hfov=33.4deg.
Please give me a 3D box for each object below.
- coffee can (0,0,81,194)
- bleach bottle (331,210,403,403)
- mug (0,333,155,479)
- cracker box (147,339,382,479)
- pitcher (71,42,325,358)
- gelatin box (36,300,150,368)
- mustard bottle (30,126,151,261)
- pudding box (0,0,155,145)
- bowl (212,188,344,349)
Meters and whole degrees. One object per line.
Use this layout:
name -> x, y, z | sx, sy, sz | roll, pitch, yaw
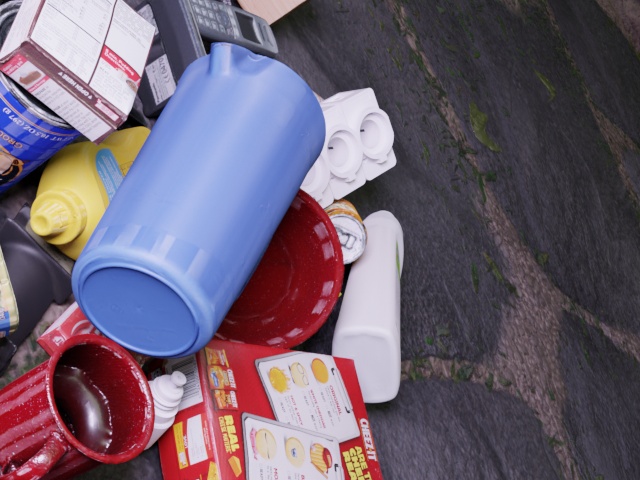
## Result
coffee can -> -0.238, -0.093, 0.776 | 0.102, 0.141, 0.103 | 35, 40, -35
bleach bottle -> 0.059, 0.053, 1.144 | 0.250, 0.068, 0.102 | -78, 167, -55
mug -> -0.180, 0.129, 0.735 | 0.093, 0.082, 0.117 | 51, 33, -16
cracker box -> -0.041, 0.178, 0.905 | 0.213, 0.072, 0.164 | 16, 55, -51
pitcher -> -0.089, -0.021, 0.822 | 0.149, 0.145, 0.242 | 38, 44, -14
gelatin box -> -0.170, 0.078, 0.841 | 0.073, 0.030, 0.089 | 53, 32, -12
mustard bottle -> -0.176, -0.033, 0.852 | 0.191, 0.058, 0.096 | -42, 122, -71
pudding box -> -0.166, -0.135, 0.739 | 0.090, 0.039, 0.113 | 39, 35, -30
bowl -> -0.063, 0.024, 0.969 | 0.162, 0.055, 0.162 | 2, 82, -14
